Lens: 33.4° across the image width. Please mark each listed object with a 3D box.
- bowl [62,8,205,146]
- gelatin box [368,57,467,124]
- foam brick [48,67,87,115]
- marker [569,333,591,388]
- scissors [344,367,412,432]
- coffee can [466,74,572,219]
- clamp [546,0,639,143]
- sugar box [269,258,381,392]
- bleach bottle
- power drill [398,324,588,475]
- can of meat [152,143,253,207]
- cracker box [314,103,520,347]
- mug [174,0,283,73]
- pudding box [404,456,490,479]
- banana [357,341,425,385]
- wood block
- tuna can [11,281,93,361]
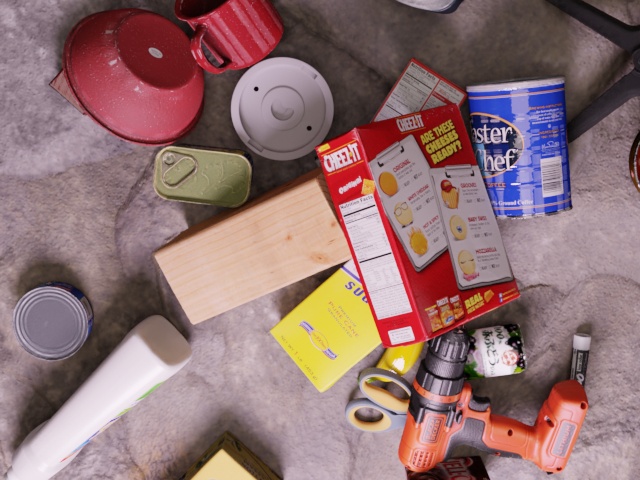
[{"bbox_3d":[-0.179,-0.180,1.095,0.162,0.161,0.055,47,139,-7],"label":"bowl"},{"bbox_3d":[0.106,-0.143,1.161,0.073,0.030,0.089,32,98,-3],"label":"gelatin box"},{"bbox_3d":[-0.243,-0.180,1.147,0.051,0.053,0.078,43,97,-6],"label":"foam brick"},{"bbox_3d":[0.292,0.166,1.215,0.020,0.020,0.121,4,99,0],"label":"marker"},{"bbox_3d":[0.113,0.215,1.225,0.201,0.016,0.096,38,119,-18],"label":"scissors"},{"bbox_3d":[0.211,-0.100,1.129,0.103,0.103,0.140,-6,100,2],"label":"coffee can"},{"bbox_3d":[0.336,-0.179,1.122,0.210,0.036,0.164,6,104,21],"label":"clamp"},{"bbox_3d":[0.039,0.076,1.168,0.176,0.048,0.093,-43,84,20],"label":"sugar box"},{"bbox_3d":[-0.259,0.192,1.198,0.251,0.102,0.068,-43,88,13],"label":"bleach bottle"},{"bbox_3d":[0.189,0.178,1.159,0.187,0.057,0.184,10,117,-7],"label":"power drill"},{"bbox_3d":[-0.123,-0.073,1.148,0.102,0.084,0.057,6,100,-1],"label":"can of meat"},{"bbox_3d":[0.100,-0.017,1.072,0.072,0.163,0.214,-20,89,46],"label":"cracker box"},{"bbox_3d":[-0.095,-0.224,1.103,0.093,0.117,0.081,0,144,37],"label":"mug"},{"bbox_3d":[0.143,0.277,1.189,0.090,0.113,0.039,-5,100,0],"label":"pudding box"},{"bbox_3d":[0.090,0.077,1.194,0.069,0.037,0.198,9,100,-1],"label":"banana"},{"bbox_3d":[-0.058,0.001,1.125,0.206,0.090,0.090,-24,99,25],"label":"wood block"},{"bbox_3d":[-0.301,0.090,1.203,0.086,0.034,0.086,0,100,1],"label":"tuna can"}]
